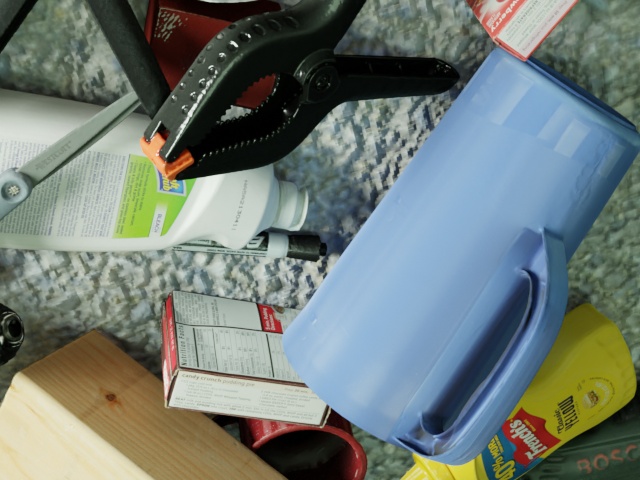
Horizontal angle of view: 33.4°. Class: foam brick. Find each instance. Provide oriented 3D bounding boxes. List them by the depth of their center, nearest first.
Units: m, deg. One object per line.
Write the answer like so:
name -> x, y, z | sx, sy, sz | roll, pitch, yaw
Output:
foam brick -> -0.063, -0.114, 0.622 | 0.078, 0.053, 0.051 | 11, 121, -16

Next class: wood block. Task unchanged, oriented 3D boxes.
wood block -> -0.114, 0.165, 0.716 | 0.206, 0.090, 0.090 | 36, 117, 12

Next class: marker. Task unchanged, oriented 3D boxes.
marker -> -0.055, 0.001, 0.722 | 0.121, 0.020, 0.020 | 5, 123, -13

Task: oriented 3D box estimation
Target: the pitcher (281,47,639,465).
pitcher -> 0.095, 0.011, 0.669 | 0.149, 0.144, 0.243 | 36, 107, 12

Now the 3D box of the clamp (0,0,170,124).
clamp -> -0.127, -0.142, 0.565 | 0.120, 0.039, 0.171 | 11, 100, -13

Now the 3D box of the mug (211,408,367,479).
mug -> -0.030, 0.143, 0.784 | 0.117, 0.081, 0.093 | -7, 125, -5

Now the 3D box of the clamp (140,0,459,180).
clamp -> -0.002, -0.095, 0.600 | 0.210, 0.036, 0.164 | -39, 145, -8

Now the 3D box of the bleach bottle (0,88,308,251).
bleach bottle -> -0.132, -0.032, 0.661 | 0.250, 0.068, 0.103 | 9, 119, -18

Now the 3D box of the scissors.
scissors -> -0.192, -0.035, 0.596 | 0.096, 0.016, 0.202 | 35, 104, -28

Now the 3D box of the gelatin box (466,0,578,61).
gelatin box -> 0.126, -0.157, 0.612 | 0.030, 0.073, 0.089 | 28, 115, -26

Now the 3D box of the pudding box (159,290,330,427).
pudding box -> -0.052, 0.080, 0.733 | 0.113, 0.090, 0.039 | 9, 121, -16

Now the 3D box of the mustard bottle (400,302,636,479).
mustard bottle -> 0.141, 0.132, 0.787 | 0.191, 0.058, 0.096 | -32, 131, -9
